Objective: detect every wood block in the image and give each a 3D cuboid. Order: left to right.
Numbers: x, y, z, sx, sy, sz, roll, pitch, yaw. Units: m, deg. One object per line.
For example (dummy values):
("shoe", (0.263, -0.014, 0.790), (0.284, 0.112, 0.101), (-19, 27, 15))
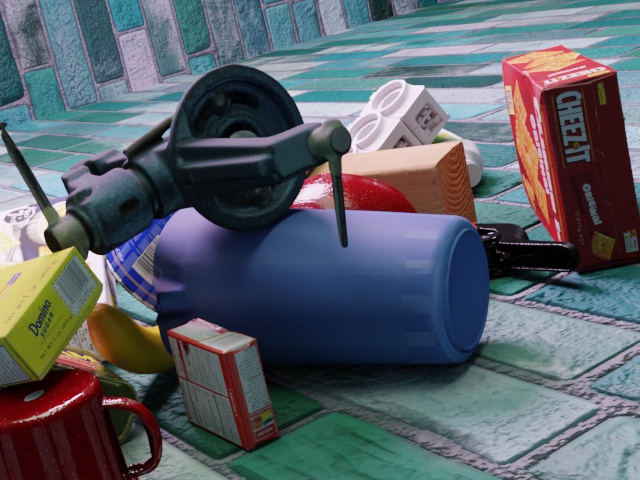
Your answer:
("wood block", (0.044, -0.038, 1.097), (0.206, 0.091, 0.090), (-4, 18, 27))

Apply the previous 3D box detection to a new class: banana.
("banana", (-0.136, 0.074, 0.861), (0.037, 0.069, 0.197), (3, 4, 19))

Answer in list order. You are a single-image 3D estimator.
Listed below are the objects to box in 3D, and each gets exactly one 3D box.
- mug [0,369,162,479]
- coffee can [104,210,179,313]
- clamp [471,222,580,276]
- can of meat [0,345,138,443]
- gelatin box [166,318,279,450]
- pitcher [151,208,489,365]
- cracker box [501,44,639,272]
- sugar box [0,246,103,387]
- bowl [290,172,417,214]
("mug", (-0.160, 0.133, 0.684), (0.117, 0.081, 0.093), (-11, 16, 7))
("coffee can", (-0.117, -0.011, 0.987), (0.140, 0.102, 0.103), (-49, 9, 14))
("clamp", (0.140, 0.017, 0.929), (0.120, 0.039, 0.171), (-12, 9, -8))
("can of meat", (-0.194, 0.110, 0.780), (0.101, 0.057, 0.084), (20, -2, -34))
("gelatin box", (-0.069, 0.099, 0.747), (0.030, 0.073, 0.089), (-21, 17, -30))
("pitcher", (0.005, 0.034, 0.830), (0.243, 0.145, 0.149), (0, 52, 28))
("cracker box", (0.225, -0.082, 0.971), (0.072, 0.164, 0.213), (-13, 15, 5))
("sugar box", (-0.241, 0.063, 0.742), (0.177, 0.048, 0.093), (-12, 32, 32))
("bowl", (0.026, -0.017, 0.938), (0.162, 0.055, 0.162), (11, -17, 3))
